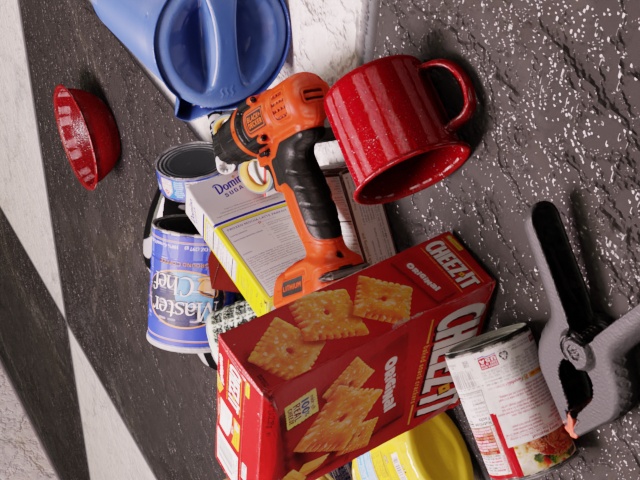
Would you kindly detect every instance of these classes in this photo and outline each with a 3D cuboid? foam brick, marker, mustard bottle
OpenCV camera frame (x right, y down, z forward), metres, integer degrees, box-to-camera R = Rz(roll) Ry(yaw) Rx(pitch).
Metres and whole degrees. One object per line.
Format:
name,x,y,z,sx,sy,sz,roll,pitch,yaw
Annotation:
foam brick,-0.087,0.012,1.153,0.053,0.051,0.078,-103,27,-49
marker,-0.107,-0.112,1.135,0.121,0.020,0.020,-107,14,-50
mustard bottle,0.074,0.216,1.008,0.096,0.058,0.192,65,155,11

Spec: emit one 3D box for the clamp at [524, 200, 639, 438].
clamp,0.173,0.057,0.707,0.120,0.039,0.171,50,150,39

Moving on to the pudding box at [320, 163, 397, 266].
pudding box,0.026,-0.012,0.958,0.090,0.039,0.113,3,113,62

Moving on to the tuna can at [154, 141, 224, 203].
tuna can,-0.140,-0.077,1.193,0.086,0.086,0.034,40,144,47

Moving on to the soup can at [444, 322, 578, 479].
soup can,0.140,0.119,0.788,0.069,0.068,0.102,-25,85,66

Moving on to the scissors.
scissors,-0.027,-0.077,0.999,0.202,0.016,0.096,16,131,41

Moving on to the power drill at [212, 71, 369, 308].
power drill,-0.031,-0.038,0.934,0.185,0.057,0.187,-21,85,62

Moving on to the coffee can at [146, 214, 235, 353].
coffee can,-0.148,0.049,1.244,0.103,0.102,0.140,26,116,56

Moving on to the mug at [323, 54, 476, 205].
mug,0.061,-0.089,0.782,0.117,0.093,0.081,-33,71,34

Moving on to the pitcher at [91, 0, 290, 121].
pitcher,-0.134,-0.232,1.033,0.243,0.149,0.145,41,158,52

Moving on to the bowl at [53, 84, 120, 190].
bowl,-0.339,-0.158,1.575,0.162,0.055,0.162,45,146,42

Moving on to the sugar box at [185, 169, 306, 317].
sugar box,-0.057,0.001,1.074,0.176,0.093,0.048,51,150,36

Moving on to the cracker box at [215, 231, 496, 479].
cracker box,0.025,0.104,0.837,0.072,0.213,0.164,50,149,34
